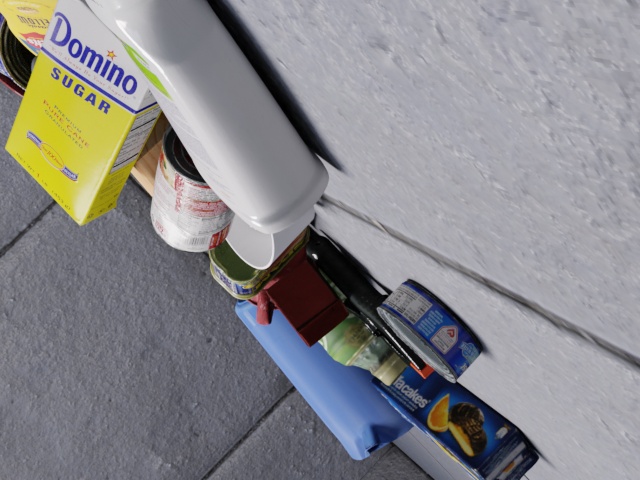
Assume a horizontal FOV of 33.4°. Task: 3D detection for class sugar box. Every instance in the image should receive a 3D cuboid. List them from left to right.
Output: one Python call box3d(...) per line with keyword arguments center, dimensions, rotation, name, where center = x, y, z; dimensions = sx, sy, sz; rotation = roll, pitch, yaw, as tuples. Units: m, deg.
box3d(center=(-0.168, -0.100, 0.780), dimensions=(0.093, 0.048, 0.176), rotation=(44, 137, 8), name="sugar box")

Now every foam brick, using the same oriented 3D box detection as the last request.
box3d(center=(-0.011, 0.060, 1.013), dimensions=(0.051, 0.053, 0.078), rotation=(51, 175, 18), name="foam brick")

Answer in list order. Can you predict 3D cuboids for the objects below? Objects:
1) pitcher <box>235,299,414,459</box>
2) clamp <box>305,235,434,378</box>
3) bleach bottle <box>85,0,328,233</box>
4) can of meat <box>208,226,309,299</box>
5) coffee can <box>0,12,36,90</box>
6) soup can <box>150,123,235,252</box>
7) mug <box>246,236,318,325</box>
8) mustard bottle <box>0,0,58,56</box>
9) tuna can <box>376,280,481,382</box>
box3d(center=(0.015, 0.130, 1.286), dimensions=(0.243, 0.145, 0.149), rotation=(49, 160, -11), name="pitcher")
box3d(center=(0.050, 0.062, 1.001), dimensions=(0.172, 0.039, 0.120), rotation=(37, 173, 49), name="clamp")
box3d(center=(-0.078, -0.106, 0.648), dimensions=(0.103, 0.068, 0.250), rotation=(41, 170, 34), name="bleach bottle")
box3d(center=(-0.056, 0.001, 0.989), dimensions=(0.057, 0.102, 0.084), rotation=(43, 171, 6), name="can of meat")
box3d(center=(-0.282, -0.203, 1.071), dimensions=(0.102, 0.103, 0.140), rotation=(48, 172, -29), name="coffee can")
box3d(center=(-0.093, -0.043, 0.824), dimensions=(0.068, 0.068, 0.102), rotation=(43, 148, 13), name="soup can")
box3d(center=(-0.051, 0.027, 1.081), dimensions=(0.093, 0.117, 0.081), rotation=(9, 163, 4), name="mug")
box3d(center=(-0.218, -0.187, 0.891), dimensions=(0.096, 0.058, 0.191), rotation=(7, 163, 10), name="mustard bottle")
box3d(center=(0.087, 0.072, 0.851), dimensions=(0.086, 0.033, 0.086), rotation=(44, 173, 6), name="tuna can")
